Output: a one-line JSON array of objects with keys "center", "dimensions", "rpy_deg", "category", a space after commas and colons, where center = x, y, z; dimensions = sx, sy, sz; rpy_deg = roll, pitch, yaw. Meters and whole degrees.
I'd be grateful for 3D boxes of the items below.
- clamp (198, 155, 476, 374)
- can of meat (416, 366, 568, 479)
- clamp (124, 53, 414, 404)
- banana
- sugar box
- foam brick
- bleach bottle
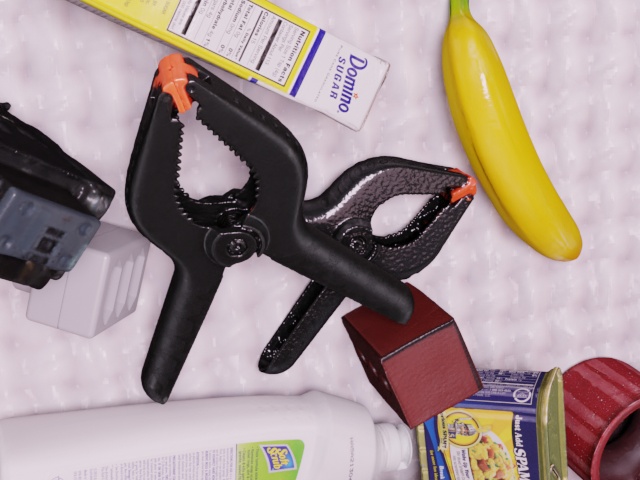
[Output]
[{"center": [0.015, 0.009, 0.643], "dimensions": [0.171, 0.039, 0.120], "rpy_deg": [-16, 117, -6], "category": "clamp"}, {"center": [0.110, 0.131, 0.679], "dimensions": [0.084, 0.057, 0.102], "rpy_deg": [0, 109, 22], "category": "can of meat"}, {"center": [-0.054, 0.001, 0.567], "dimensions": [0.164, 0.036, 0.210], "rpy_deg": [-24, 129, 3], "category": "clamp"}, {"center": [0.116, -0.055, 0.642], "dimensions": [0.069, 0.037, 0.197], "rpy_deg": [-50, 122, -42], "category": "banana"}, {"center": [-0.059, -0.116, 0.553], "dimensions": [0.176, 0.093, 0.048], "rpy_deg": [20, 99, -23], "category": "sugar box"}, {"center": [0.054, 0.068, 0.651], "dimensions": [0.051, 0.078, 0.053], "rpy_deg": [-28, 110, -8], "category": "foam brick"}, {"center": [-0.065, 0.145, 0.645], "dimensions": [0.250, 0.068, 0.102], "rpy_deg": [-3, 112, -20], "category": "bleach bottle"}]
